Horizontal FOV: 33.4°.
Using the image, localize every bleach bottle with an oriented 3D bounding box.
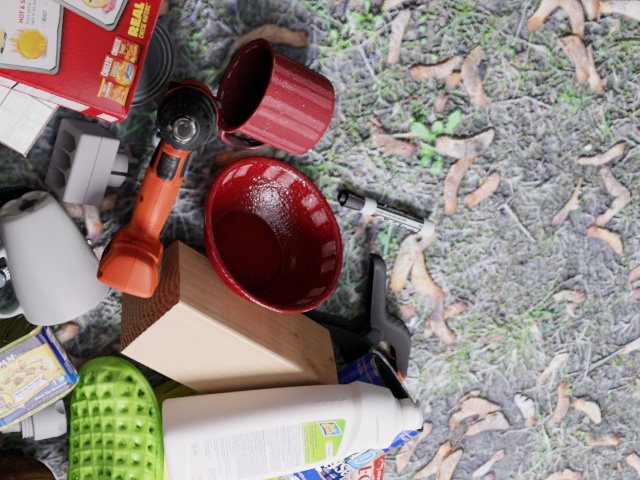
[{"bbox_3d":[-0.026,0.190,1.051,0.250,0.068,0.102,-6,128,-5],"label":"bleach bottle"}]

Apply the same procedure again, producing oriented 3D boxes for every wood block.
[{"bbox_3d":[-0.089,0.099,1.065,0.205,0.090,0.091,33,120,-31],"label":"wood block"}]

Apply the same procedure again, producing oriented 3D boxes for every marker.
[{"bbox_3d":[0.069,-0.029,1.134,0.121,0.020,0.020,18,103,-29],"label":"marker"}]

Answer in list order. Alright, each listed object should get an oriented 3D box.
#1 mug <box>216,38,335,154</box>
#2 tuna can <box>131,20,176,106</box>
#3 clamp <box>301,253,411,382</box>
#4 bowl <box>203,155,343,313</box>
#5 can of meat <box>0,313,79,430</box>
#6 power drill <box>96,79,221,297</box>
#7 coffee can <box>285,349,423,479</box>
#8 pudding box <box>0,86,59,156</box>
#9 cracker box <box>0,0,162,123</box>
[{"bbox_3d":[-0.048,-0.124,1.010,0.081,0.093,0.117,21,131,-34],"label":"mug"},{"bbox_3d":[-0.175,-0.166,0.960,0.086,0.034,0.086,-9,115,-20],"label":"tuna can"},{"bbox_3d":[0.055,0.090,1.163,0.120,0.039,0.171,-36,126,16],"label":"clamp"},{"bbox_3d":[-0.057,0.001,1.044,0.161,0.055,0.162,18,59,-33],"label":"bowl"},{"bbox_3d":[-0.292,0.121,1.019,0.102,0.057,0.084,-29,122,-9],"label":"can of meat"},{"bbox_3d":[-0.139,-0.048,0.939,0.057,0.184,0.188,22,102,-8],"label":"power drill"},{"bbox_3d":[0.024,0.196,1.142,0.140,0.103,0.102,-33,122,10],"label":"coffee can"},{"bbox_3d":[-0.280,-0.139,0.923,0.113,0.039,0.090,33,96,-28],"label":"pudding box"},{"bbox_3d":[-0.239,-0.206,0.859,0.213,0.072,0.164,18,84,-22],"label":"cracker box"}]
